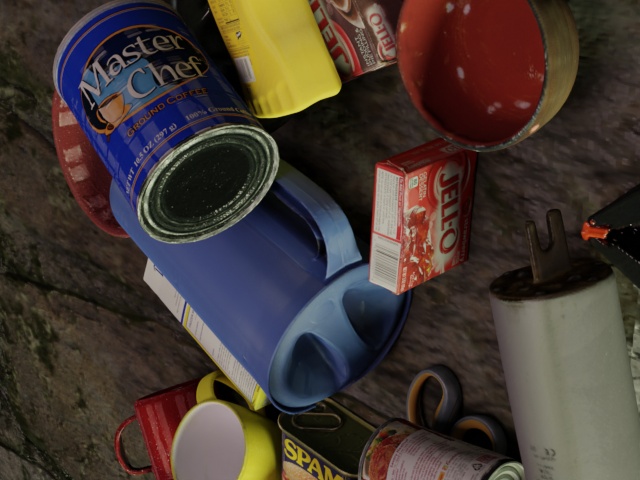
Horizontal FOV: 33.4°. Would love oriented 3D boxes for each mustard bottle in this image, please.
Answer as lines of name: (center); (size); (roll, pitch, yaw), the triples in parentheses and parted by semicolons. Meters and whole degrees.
mustard bottle: (-0.050, -0.177, 0.693); (0.191, 0.058, 0.096); (68, 165, -14)

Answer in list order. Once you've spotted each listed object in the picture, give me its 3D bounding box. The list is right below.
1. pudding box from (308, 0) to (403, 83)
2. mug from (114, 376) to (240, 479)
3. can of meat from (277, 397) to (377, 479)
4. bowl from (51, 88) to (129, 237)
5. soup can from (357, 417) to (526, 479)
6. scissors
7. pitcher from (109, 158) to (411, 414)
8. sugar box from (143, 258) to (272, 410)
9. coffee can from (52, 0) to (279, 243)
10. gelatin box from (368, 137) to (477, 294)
pudding box: (0.014, -0.162, 0.694); (0.113, 0.039, 0.090); (68, 161, -6)
mug: (-0.137, 0.181, 1.007); (0.093, 0.117, 0.081); (31, -139, -87)
can of meat: (0.012, 0.191, 0.879); (0.102, 0.057, 0.084); (28, 129, 38)
bowl: (-0.176, -0.087, 0.962); (0.162, 0.055, 0.162); (24, 125, 40)
soup can: (0.086, 0.171, 0.749); (0.102, 0.068, 0.068); (12, 117, 43)
scissors: (0.094, 0.188, 0.814); (0.096, 0.016, 0.202); (26, 126, 39)
pitcher: (-0.055, 0.001, 0.812); (0.243, 0.144, 0.149); (40, 100, 34)
sugar box: (-0.084, 0.054, 0.933); (0.176, 0.048, 0.093); (48, 137, 28)
coffee can: (-0.106, -0.082, 0.721); (0.140, 0.102, 0.103); (54, 140, 31)
gelatin box: (0.068, -0.018, 0.700); (0.030, 0.073, 0.089); (26, 125, 38)
